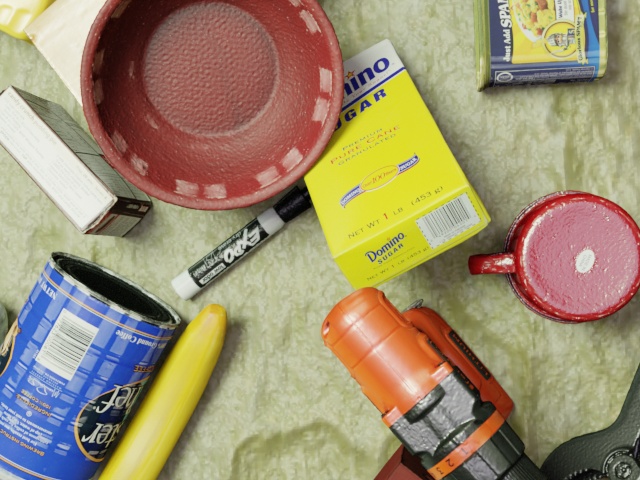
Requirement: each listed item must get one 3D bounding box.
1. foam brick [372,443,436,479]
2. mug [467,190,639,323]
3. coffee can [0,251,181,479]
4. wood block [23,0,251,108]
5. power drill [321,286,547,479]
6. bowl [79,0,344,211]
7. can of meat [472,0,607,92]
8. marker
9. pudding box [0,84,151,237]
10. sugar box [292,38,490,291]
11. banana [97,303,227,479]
[{"bbox_3d":[0.061,0.177,0.722,0.053,0.078,0.051,37,94,5],"label":"foam brick"},{"bbox_3d":[0.157,0.012,0.706,0.117,0.081,0.093,-2,89,8],"label":"mug"},{"bbox_3d":[-0.176,0.093,0.745,0.103,0.102,0.140,30,94,8],"label":"coffee can"},{"bbox_3d":[-0.087,-0.172,0.740,0.206,0.090,0.090,-39,84,7],"label":"wood block"},{"bbox_3d":[0.083,0.105,0.664,0.057,0.187,0.184,-41,83,4],"label":"power drill"},{"bbox_3d":[-0.068,-0.103,0.674,0.162,0.055,0.162,-2,110,-7],"label":"bowl"},{"bbox_3d":[0.147,-0.155,0.722,0.084,0.057,0.102,-2,90,6],"label":"can of meat"},{"bbox_3d":[-0.055,0.001,0.770,0.121,0.020,0.020,-37,85,6],"label":"marker"},{"bbox_3d":[-0.178,-0.054,0.753,0.113,0.090,0.039,45,95,6],"label":"pudding box"},{"bbox_3d":[0.034,-0.054,0.690,0.093,0.048,0.176,-28,43,7],"label":"sugar box"},{"bbox_3d":[-0.117,0.135,0.753,0.037,0.070,0.197,30,80,-7],"label":"banana"}]
